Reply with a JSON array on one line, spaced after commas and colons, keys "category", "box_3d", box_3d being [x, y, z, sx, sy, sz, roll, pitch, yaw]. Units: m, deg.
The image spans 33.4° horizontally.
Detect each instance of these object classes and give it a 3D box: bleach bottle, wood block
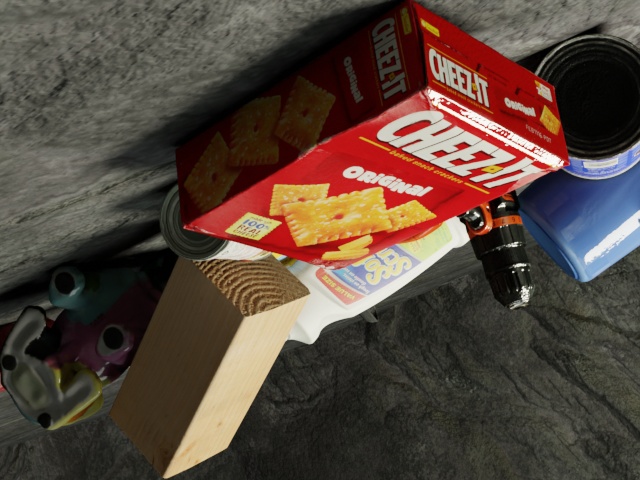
[{"category": "bleach bottle", "box_3d": [0.038, 0.031, 1.100, 0.250, 0.102, 0.068, -39, -163, -23]}, {"category": "wood block", "box_3d": [-0.104, 0.105, 0.971, 0.090, 0.091, 0.206, -17, 142, -50]}]

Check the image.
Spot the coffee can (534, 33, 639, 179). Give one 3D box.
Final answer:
[{"category": "coffee can", "box_3d": [0.234, -0.110, 0.912, 0.103, 0.103, 0.140, -23, 172, 13]}]

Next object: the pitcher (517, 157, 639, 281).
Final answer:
[{"category": "pitcher", "box_3d": [0.316, -0.067, 1.020, 0.243, 0.145, 0.149, -39, 179, 2]}]

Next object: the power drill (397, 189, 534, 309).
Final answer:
[{"category": "power drill", "box_3d": [0.121, -0.028, 0.956, 0.057, 0.184, 0.187, -26, 161, 30]}]

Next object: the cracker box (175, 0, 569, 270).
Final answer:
[{"category": "cracker box", "box_3d": [0.033, -0.056, 0.721, 0.214, 0.072, 0.163, -26, 151, 36]}]

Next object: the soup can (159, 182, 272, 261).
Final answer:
[{"category": "soup can", "box_3d": [-0.078, -0.016, 0.871, 0.069, 0.068, 0.102, -24, 171, 20]}]
